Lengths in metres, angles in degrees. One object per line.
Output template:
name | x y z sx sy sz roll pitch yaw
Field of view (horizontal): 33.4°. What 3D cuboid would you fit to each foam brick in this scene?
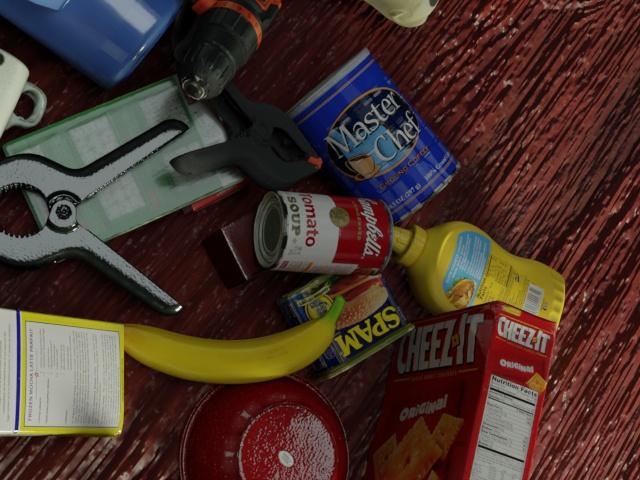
foam brick | -0.056 0.001 0.947 0.078 0.053 0.051 -30 92 -28

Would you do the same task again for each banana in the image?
banana | -0.073 0.090 0.907 0.197 0.037 0.069 -8 102 -3

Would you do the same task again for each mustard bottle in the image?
mustard bottle | 0.142 0.036 1.027 0.191 0.058 0.096 28 69 -17

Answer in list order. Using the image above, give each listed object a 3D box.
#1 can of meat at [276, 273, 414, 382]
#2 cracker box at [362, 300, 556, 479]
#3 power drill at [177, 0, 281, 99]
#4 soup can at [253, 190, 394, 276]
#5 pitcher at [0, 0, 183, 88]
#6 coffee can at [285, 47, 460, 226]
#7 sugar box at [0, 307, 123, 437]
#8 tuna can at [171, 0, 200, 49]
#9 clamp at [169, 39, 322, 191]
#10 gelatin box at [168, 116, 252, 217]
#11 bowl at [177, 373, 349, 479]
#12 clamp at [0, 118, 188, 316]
can of meat | 0.021 0.067 0.966 0.102 0.058 0.084 -28 88 -28
cracker box | 0.110 0.169 0.924 0.072 0.164 0.213 22 70 -21
power drill | -0.117 -0.220 0.850 0.187 0.057 0.184 42 46 -20
soup can | 0.002 -0.006 0.907 0.102 0.069 0.068 4 77 -25
pitcher | -0.236 -0.235 0.871 0.242 0.145 0.149 39 62 -16
coffee can | 0.046 -0.092 0.987 0.102 0.103 0.140 -44 98 -26
sugar box | -0.223 0.101 0.805 0.175 0.048 0.093 16 68 -53
tuna can | -0.101 -0.205 0.954 0.033 0.086 0.086 19 71 -22
clamp | -0.065 -0.081 0.901 0.171 0.039 0.120 31 57 -37
gelatin box | -0.108 -0.077 0.953 0.073 0.030 0.089 -30 92 -25
bowl | -0.037 0.187 0.912 0.161 0.055 0.162 6 76 -23
clamp | -0.204 -0.012 0.870 0.209 0.036 0.164 -5 87 -15
